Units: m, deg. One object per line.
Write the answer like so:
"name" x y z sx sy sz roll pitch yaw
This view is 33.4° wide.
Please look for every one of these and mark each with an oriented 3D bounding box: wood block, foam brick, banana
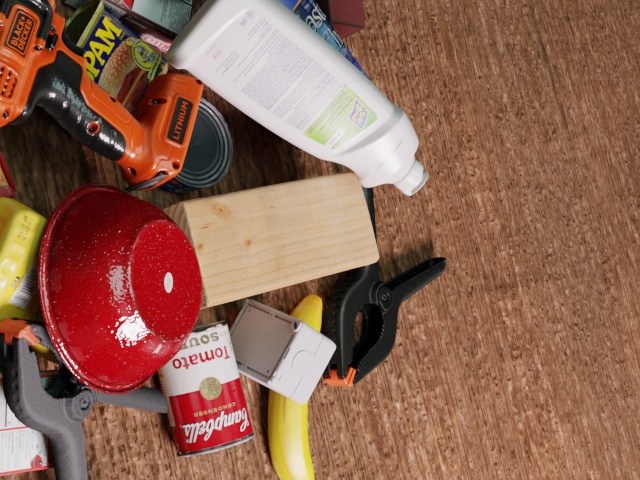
"wood block" -0.056 0.002 0.958 0.205 0.091 0.090 -14 89 -43
"foam brick" 0.008 -0.251 1.101 0.051 0.053 0.078 1 79 -42
"banana" -0.023 0.145 0.994 0.069 0.037 0.198 26 63 -65

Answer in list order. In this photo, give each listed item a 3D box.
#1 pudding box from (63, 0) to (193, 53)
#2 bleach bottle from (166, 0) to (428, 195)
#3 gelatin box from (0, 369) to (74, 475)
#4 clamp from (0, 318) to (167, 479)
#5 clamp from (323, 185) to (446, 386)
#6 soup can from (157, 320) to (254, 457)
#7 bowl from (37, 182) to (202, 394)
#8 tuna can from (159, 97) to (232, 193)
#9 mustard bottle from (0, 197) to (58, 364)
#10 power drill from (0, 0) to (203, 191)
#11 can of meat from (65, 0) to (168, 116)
"pudding box" -0.165 -0.232 0.953 0.113 0.039 0.090 24 63 -39
"bleach bottle" -0.009 -0.121 0.949 0.250 0.103 0.068 39 18 -18
"gelatin box" -0.230 0.136 0.802 0.089 0.030 0.073 1 92 -44
"clamp" -0.178 0.114 0.801 0.120 0.039 0.171 -52 136 -41
"clamp" 0.059 0.058 1.085 0.164 0.036 0.210 36 60 -37
"soup can" -0.100 0.125 0.905 0.068 0.069 0.102 -12 87 -43
"bowl" -0.136 0.033 0.798 0.161 0.055 0.162 27 59 -59
"tuna can" -0.123 -0.086 0.958 0.085 0.034 0.086 12 72 -40
"mustard bottle" -0.196 0.045 0.823 0.191 0.058 0.096 36 82 -52
"power drill" -0.180 -0.137 0.825 0.187 0.057 0.184 31 58 -35
"can of meat" -0.185 -0.138 0.900 0.083 0.058 0.102 40 56 -31
